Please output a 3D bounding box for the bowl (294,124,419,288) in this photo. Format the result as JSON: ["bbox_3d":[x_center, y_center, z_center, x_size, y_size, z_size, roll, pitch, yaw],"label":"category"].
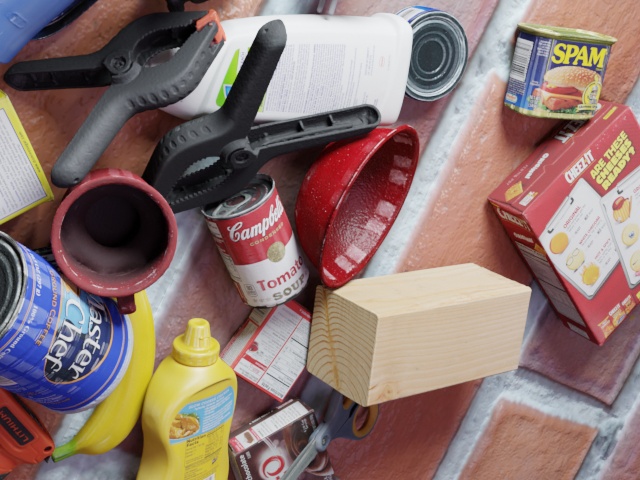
[{"bbox_3d":[0.024,-0.040,0.956,0.162,0.055,0.162,-49,157,-30],"label":"bowl"}]

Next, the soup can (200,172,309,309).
[{"bbox_3d":[-0.056,0.001,0.941,0.068,0.069,0.102,-32,122,-18],"label":"soup can"}]

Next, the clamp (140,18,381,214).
[{"bbox_3d":[-0.060,-0.080,0.876,0.210,0.036,0.164,-37,144,23],"label":"clamp"}]

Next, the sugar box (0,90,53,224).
[{"bbox_3d":[-0.299,-0.035,0.796,0.176,0.048,0.093,-28,120,-16],"label":"sugar box"}]

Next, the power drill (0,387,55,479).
[{"bbox_3d":[-0.324,0.178,0.852,0.187,0.057,0.184,-39,127,-10],"label":"power drill"}]

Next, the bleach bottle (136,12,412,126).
[{"bbox_3d":[-0.047,-0.149,0.895,0.250,0.068,0.102,-1,108,-29],"label":"bleach bottle"}]

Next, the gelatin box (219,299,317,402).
[{"bbox_3d":[-0.043,0.098,1.007,0.073,0.030,0.089,37,86,-36],"label":"gelatin box"}]

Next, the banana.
[{"bbox_3d":[-0.177,0.108,0.925,0.069,0.037,0.198,9,103,-36],"label":"banana"}]

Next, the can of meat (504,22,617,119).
[{"bbox_3d":[0.236,-0.167,1.062,0.101,0.058,0.084,-1,111,-30],"label":"can of meat"}]

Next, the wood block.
[{"bbox_3d":[0.097,0.086,1.031,0.205,0.090,0.091,-7,111,-39],"label":"wood block"}]

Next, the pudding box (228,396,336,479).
[{"bbox_3d":[-0.039,0.221,1.049,0.090,0.039,0.113,-28,120,-20],"label":"pudding box"}]

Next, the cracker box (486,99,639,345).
[{"bbox_3d":[0.292,-0.019,1.141,0.164,0.072,0.213,-44,123,-11],"label":"cracker box"}]

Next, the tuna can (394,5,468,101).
[{"bbox_3d":[0.095,-0.173,0.987,0.086,0.034,0.086,-11,113,-28],"label":"tuna can"}]

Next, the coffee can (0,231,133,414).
[{"bbox_3d":[-0.224,0.065,0.815,0.103,0.103,0.140,-52,146,-4],"label":"coffee can"}]

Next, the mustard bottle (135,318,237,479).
[{"bbox_3d":[-0.118,0.158,0.952,0.096,0.058,0.192,-16,123,-47],"label":"mustard bottle"}]

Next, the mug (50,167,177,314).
[{"bbox_3d":[-0.160,0.000,0.831,0.093,0.081,0.117,-13,106,-11],"label":"mug"}]

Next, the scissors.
[{"bbox_3d":[0.009,0.199,1.035,0.201,0.016,0.096,-58,139,-32],"label":"scissors"}]

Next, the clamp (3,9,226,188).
[{"bbox_3d":[-0.146,-0.112,0.792,0.171,0.120,0.039,-23,158,4],"label":"clamp"}]
